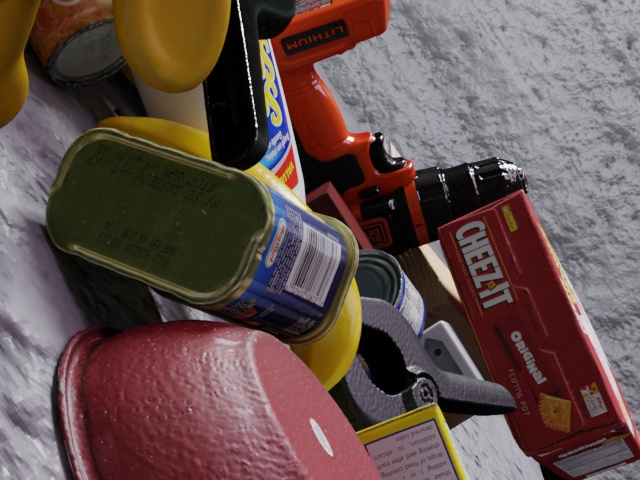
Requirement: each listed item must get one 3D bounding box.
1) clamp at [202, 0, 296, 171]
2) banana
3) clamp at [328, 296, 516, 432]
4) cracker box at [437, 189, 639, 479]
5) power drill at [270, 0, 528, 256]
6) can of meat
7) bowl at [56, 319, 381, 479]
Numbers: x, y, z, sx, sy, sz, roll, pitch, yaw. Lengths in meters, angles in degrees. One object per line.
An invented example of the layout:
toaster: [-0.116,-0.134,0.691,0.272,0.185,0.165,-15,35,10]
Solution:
clamp: [-0.059,-0.139,0.500,0.164,0.036,0.210,55,24,-19]
banana: [-0.036,-0.003,0.501,0.198,0.069,0.037,52,-31,30]
clamp: [0.048,0.081,0.559,0.171,0.039,0.120,54,34,-20]
cracker box: [0.160,0.079,0.758,0.213,0.072,0.164,39,29,-64]
power drill: [0.033,-0.075,0.713,0.057,0.184,0.187,-94,166,-64]
can of meat: [-0.047,-0.001,0.429,0.102,0.057,0.083,18,-6,26]
bowl: [-0.020,0.085,0.376,0.162,0.055,0.162,53,9,-12]
